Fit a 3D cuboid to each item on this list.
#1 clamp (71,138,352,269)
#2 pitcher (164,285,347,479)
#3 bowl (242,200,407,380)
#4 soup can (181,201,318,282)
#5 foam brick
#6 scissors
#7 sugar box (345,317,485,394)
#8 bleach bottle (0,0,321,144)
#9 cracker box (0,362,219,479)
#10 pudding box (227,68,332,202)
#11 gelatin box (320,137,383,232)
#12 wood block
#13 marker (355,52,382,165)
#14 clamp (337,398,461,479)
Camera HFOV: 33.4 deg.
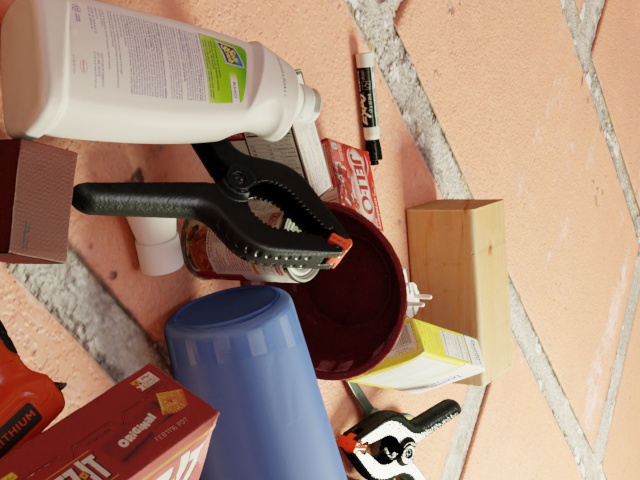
[{"bbox_3d":[-0.071,-0.047,0.826,0.210,0.036,0.164,24,50,-10],"label":"clamp"},{"bbox_3d":[-0.050,0.163,0.904,0.144,0.149,0.243,-24,109,-37],"label":"pitcher"},{"bbox_3d":[0.012,0.041,0.956,0.055,0.162,0.162,-19,107,-61],"label":"bowl"},{"bbox_3d":[-0.056,0.001,0.898,0.068,0.102,0.068,-1,91,-58],"label":"soup can"},{"bbox_3d":[-0.202,-0.025,0.713,0.052,0.051,0.078,16,77,-56],"label":"foam brick"},{"bbox_3d":[0.070,0.188,1.181,0.096,0.016,0.202,-46,129,-43],"label":"scissors"},{"bbox_3d":[0.102,0.127,1.153,0.176,0.093,0.048,19,52,-60],"label":"sugar box"},{"bbox_3d":[-0.103,-0.110,0.780,0.250,0.068,0.102,5,70,-39],"label":"bleach bottle"},{"bbox_3d":[-0.157,0.208,0.691,0.163,0.072,0.214,-33,147,-53],"label":"cracker box"},{"bbox_3d":[-0.047,-0.088,0.923,0.039,0.090,0.113,-46,127,-47],"label":"pudding box"},{"bbox_3d":[0.025,-0.050,1.045,0.073,0.030,0.089,12,64,-54],"label":"gelatin box"},{"bbox_3d":[0.167,0.058,1.266,0.090,0.090,0.206,-17,105,-55],"label":"wood block"},{"bbox_3d":[0.053,-0.141,1.146,0.020,0.020,0.121,-22,109,-56],"label":"marker"},{"bbox_3d":[0.091,0.217,1.161,0.171,0.039,0.120,27,75,-44],"label":"clamp"}]
